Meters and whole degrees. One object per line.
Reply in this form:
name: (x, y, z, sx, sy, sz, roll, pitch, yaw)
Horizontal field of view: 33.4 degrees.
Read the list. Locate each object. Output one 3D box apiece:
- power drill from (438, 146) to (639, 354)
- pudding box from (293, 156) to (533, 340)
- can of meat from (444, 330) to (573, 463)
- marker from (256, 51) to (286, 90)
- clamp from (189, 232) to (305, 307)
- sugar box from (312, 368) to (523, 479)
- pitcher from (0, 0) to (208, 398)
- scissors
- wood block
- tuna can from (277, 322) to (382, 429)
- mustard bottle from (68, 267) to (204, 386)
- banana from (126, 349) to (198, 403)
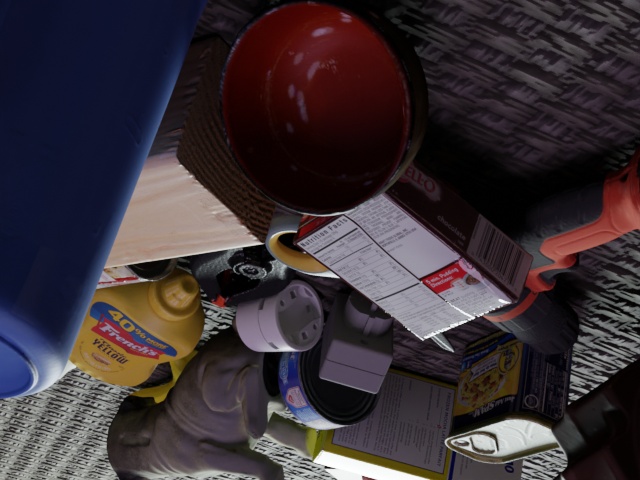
power drill: (0.164, 0.011, 0.667, 0.188, 0.057, 0.184, -17, 138, 41)
pudding box: (0.054, 0.005, 0.633, 0.113, 0.039, 0.090, 39, 143, -18)
can of meat: (0.148, 0.119, 0.830, 0.057, 0.084, 0.102, 26, 148, -22)
marker: (-0.012, -0.073, 0.636, 0.020, 0.020, 0.121, -4, 146, 27)
clamp: (-0.055, 0.001, 0.759, 0.120, 0.039, 0.172, 26, 144, -20)
sugar box: (0.089, 0.168, 0.930, 0.176, 0.093, 0.048, 18, 150, -7)
pitcher: (-0.141, -0.062, 0.483, 0.149, 0.242, 0.145, 26, 146, -23)
scissors: (0.028, 0.030, 0.741, 0.096, 0.016, 0.201, -5, 143, 17)
wood block: (-0.130, -0.044, 0.662, 0.206, 0.090, 0.090, -8, 143, 33)
tuna can: (0.007, 0.111, 0.873, 0.086, 0.086, 0.034, 31, 148, -27)
mustard bottle: (-0.149, 0.064, 0.882, 0.096, 0.058, 0.192, 38, 144, -15)
banana: (-0.144, 0.142, 1.041, 0.069, 0.037, 0.198, 40, 146, 3)
